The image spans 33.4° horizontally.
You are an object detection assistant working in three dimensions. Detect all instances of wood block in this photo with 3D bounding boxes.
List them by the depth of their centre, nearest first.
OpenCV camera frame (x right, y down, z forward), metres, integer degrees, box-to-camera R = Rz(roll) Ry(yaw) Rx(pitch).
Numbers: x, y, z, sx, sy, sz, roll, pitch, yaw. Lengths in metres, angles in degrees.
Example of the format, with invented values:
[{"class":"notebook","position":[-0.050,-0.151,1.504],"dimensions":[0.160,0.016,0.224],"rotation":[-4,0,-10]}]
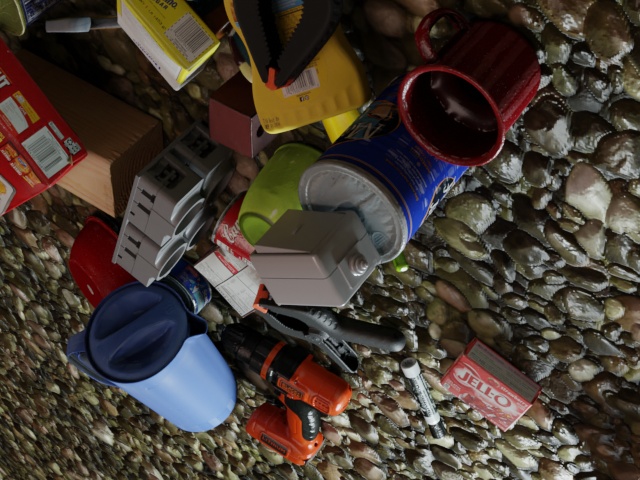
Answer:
[{"class":"wood block","position":[-0.288,-0.125,1.223],"dimensions":[0.206,0.090,0.090],"rotation":[29,143,19]}]

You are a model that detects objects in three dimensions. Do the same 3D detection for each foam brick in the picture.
[{"class":"foam brick","position":[-0.063,-0.126,1.012],"dimensions":[0.051,0.078,0.053],"rotation":[29,144,20]}]

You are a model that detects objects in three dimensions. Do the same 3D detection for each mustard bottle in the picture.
[{"class":"mustard bottle","position":[-0.029,-0.193,0.893],"dimensions":[0.096,0.058,0.191],"rotation":[-15,99,19]}]

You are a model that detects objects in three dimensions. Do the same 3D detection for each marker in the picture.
[{"class":"marker","position":[0.120,0.184,1.224],"dimensions":[0.020,0.020,0.121],"rotation":[6,132,41]}]

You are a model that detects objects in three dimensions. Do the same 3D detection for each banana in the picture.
[{"class":"banana","position":[0.042,-0.068,0.991],"dimensions":[0.198,0.037,0.070],"rotation":[64,178,-17]}]

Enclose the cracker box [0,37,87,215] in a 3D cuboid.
[{"class":"cracker box","position":[-0.366,-0.116,1.167],"dimensions":[0.214,0.072,0.164],"rotation":[-18,113,51]}]

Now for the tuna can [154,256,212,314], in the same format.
[{"class":"tuna can","position":[-0.184,0.059,1.373],"dimensions":[0.086,0.033,0.086],"rotation":[26,143,22]}]

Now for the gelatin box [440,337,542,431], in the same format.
[{"class":"gelatin box","position":[0.178,0.153,1.123],"dimensions":[0.089,0.030,0.073],"rotation":[36,145,8]}]

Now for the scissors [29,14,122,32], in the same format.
[{"class":"scissors","position":[-0.256,-0.230,1.129],"dimensions":[0.202,0.096,0.016],"rotation":[-147,53,-68]}]

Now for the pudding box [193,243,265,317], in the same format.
[{"class":"pudding box","position":[-0.089,0.035,1.250],"dimensions":[0.090,0.039,0.114],"rotation":[46,148,-8]}]

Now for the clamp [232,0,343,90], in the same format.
[{"class":"clamp","position":[-0.013,-0.220,0.824],"dimensions":[0.165,0.036,0.210],"rotation":[9,109,26]}]

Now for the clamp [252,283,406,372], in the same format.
[{"class":"clamp","position":[-0.001,0.101,1.204],"dimensions":[0.171,0.039,0.120],"rotation":[25,144,-8]}]

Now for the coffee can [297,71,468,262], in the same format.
[{"class":"coffee can","position":[0.062,-0.063,0.903],"dimensions":[0.103,0.140,0.103],"rotation":[26,143,22]}]

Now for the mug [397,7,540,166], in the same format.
[{"class":"mug","position":[0.114,-0.128,0.833],"dimensions":[0.093,0.081,0.117],"rotation":[-13,119,50]}]

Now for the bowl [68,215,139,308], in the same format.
[{"class":"bowl","position":[-0.283,0.049,1.407],"dimensions":[0.162,0.055,0.162],"rotation":[41,153,27]}]

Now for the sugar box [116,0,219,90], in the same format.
[{"class":"sugar box","position":[-0.143,-0.193,0.982],"dimensions":[0.093,0.048,0.176],"rotation":[50,176,-9]}]

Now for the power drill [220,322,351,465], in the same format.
[{"class":"power drill","position":[-0.053,0.200,1.378],"dimensions":[0.184,0.057,0.188],"rotation":[30,144,17]}]

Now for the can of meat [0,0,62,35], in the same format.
[{"class":"can of meat","position":[-0.318,-0.267,1.102],"dimensions":[0.102,0.083,0.057],"rotation":[24,142,24]}]

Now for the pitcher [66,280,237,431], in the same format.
[{"class":"pitcher","position":[-0.202,0.160,1.367],"dimensions":[0.149,0.145,0.242],"rotation":[34,166,28]}]

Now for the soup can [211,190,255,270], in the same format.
[{"class":"soup can","position":[-0.058,0.001,1.155],"dimensions":[0.102,0.068,0.069],"rotation":[34,145,10]}]
